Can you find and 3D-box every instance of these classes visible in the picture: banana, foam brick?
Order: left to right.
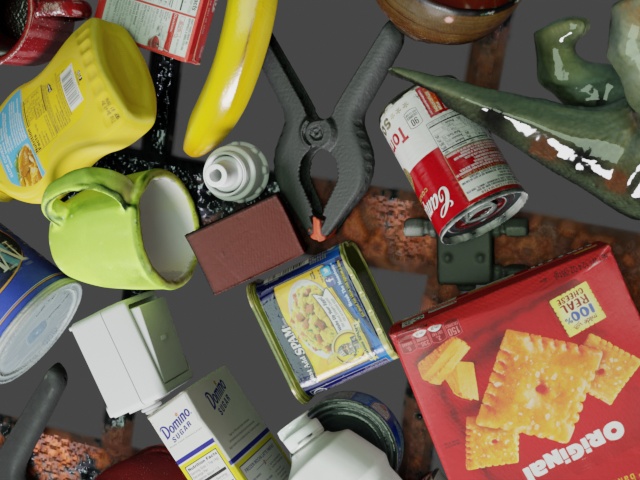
[{"bbox_3d":[-0.064,-0.148,0.797,0.037,0.070,0.198,6,110,-26],"label":"banana"},{"bbox_3d":[-0.055,0.001,0.813,0.078,0.053,0.051,-25,93,1],"label":"foam brick"}]

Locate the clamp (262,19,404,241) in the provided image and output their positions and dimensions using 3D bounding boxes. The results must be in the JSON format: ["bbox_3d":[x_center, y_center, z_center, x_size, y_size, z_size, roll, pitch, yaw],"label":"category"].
[{"bbox_3d":[-0.006,-0.088,0.808,0.120,0.039,0.171,13,98,26],"label":"clamp"}]

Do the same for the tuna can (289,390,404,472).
[{"bbox_3d":[0.021,0.161,0.829,0.086,0.033,0.086,2,96,15],"label":"tuna can"}]

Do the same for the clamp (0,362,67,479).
[{"bbox_3d":[-0.277,0.201,0.915,0.165,0.036,0.210,-11,92,16],"label":"clamp"}]

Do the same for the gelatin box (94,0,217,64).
[{"bbox_3d":[-0.127,-0.185,0.834,0.089,0.030,0.073,19,99,13],"label":"gelatin box"}]

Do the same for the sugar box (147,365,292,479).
[{"bbox_3d":[-0.055,0.188,0.823,0.048,0.093,0.176,-38,85,16],"label":"sugar box"}]

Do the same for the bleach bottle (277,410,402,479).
[{"bbox_3d":[0.047,0.239,0.777,0.103,0.068,0.251,-39,81,15],"label":"bleach bottle"}]

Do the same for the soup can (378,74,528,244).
[{"bbox_3d":[0.092,-0.057,0.755,0.069,0.068,0.102,-32,70,16],"label":"soup can"}]

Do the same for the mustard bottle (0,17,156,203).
[{"bbox_3d":[-0.213,-0.084,0.840,0.192,0.058,0.096,-33,69,31],"label":"mustard bottle"}]

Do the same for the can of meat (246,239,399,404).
[{"bbox_3d":[0.005,0.060,0.811,0.084,0.057,0.102,-26,90,14],"label":"can of meat"}]

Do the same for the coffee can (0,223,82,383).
[{"bbox_3d":[-0.280,0.033,0.862,0.140,0.102,0.103,37,104,9],"label":"coffee can"}]

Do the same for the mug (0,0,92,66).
[{"bbox_3d":[-0.235,-0.180,0.837,0.117,0.081,0.093,-1,96,16],"label":"mug"}]

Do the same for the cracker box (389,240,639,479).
[{"bbox_3d":[0.162,0.128,0.744,0.164,0.072,0.214,-22,88,9],"label":"cracker box"}]
